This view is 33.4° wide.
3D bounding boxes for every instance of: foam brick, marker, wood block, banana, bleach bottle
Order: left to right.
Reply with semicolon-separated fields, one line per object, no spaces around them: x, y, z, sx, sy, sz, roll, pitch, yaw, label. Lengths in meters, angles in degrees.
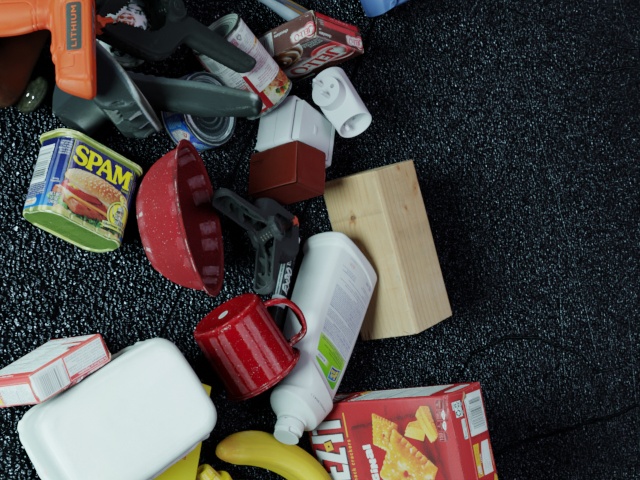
-0.044;0.050;1.241;0.020;0.020;0.121;35;56;-40;marker
-0.041;0.248;1.169;0.197;0.037;0.069;40;21;-31;banana
-0.038;-0.077;1.233;0.051;0.078;0.053;20;66;-44;foam brick
-0.007;0.114;1.219;0.102;0.068;0.250;50;43;-32;bleach bottle
0.084;0.012;1.347;0.090;0.091;0.206;-20;97;-50;wood block

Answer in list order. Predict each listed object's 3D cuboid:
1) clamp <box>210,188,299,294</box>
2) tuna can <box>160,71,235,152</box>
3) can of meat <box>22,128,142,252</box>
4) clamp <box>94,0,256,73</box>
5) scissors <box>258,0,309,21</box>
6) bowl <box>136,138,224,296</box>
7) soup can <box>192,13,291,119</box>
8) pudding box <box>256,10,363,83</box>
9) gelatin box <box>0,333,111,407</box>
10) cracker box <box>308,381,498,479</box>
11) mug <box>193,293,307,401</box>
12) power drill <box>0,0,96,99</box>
-0.058;0.001;1.177;0.171;0.039;0.120;-1;71;-67;clamp
-0.133;-0.141;1.169;0.086;0.034;0.086;16;69;-48;tuna can
-0.227;-0.045;1.016;0.102;0.058;0.084;31;60;-42;can of meat
-0.155;-0.243;1.075;0.209;0.036;0.164;-17;95;-49;clamp
-0.073;-0.286;1.252;0.201;0.096;0.016;9;117;-51;scissors
-0.145;-0.018;1.077;0.162;0.055;0.162;-11;90;-83;bowl
-0.089;-0.197;1.209;0.102;0.069;0.068;50;47;-30;soup can
-0.020;-0.227;1.264;0.089;0.114;0.039;8;72;-49;pudding box
-0.242;0.115;0.944;0.089;0.073;0.030;-33;106;-50;gelatin box
0.090;0.252;1.198;0.071;0.214;0.164;-9;87;-49;cracker box
-0.071;0.104;1.127;0.081;0.117;0.093;59;3;-15;mug
-0.285;-0.158;0.898;0.187;0.057;0.184;0;80;-9;power drill
